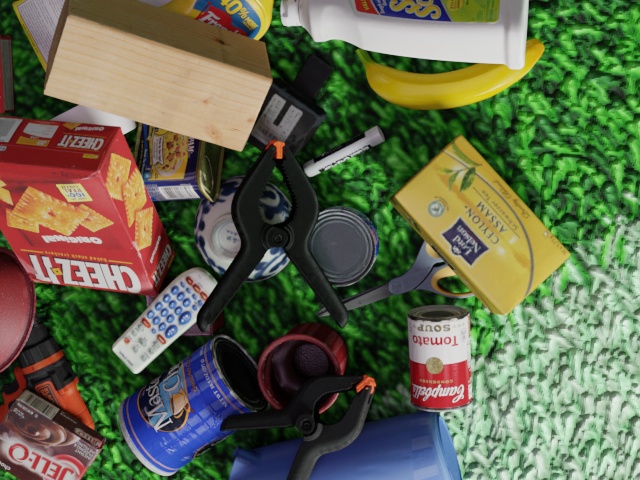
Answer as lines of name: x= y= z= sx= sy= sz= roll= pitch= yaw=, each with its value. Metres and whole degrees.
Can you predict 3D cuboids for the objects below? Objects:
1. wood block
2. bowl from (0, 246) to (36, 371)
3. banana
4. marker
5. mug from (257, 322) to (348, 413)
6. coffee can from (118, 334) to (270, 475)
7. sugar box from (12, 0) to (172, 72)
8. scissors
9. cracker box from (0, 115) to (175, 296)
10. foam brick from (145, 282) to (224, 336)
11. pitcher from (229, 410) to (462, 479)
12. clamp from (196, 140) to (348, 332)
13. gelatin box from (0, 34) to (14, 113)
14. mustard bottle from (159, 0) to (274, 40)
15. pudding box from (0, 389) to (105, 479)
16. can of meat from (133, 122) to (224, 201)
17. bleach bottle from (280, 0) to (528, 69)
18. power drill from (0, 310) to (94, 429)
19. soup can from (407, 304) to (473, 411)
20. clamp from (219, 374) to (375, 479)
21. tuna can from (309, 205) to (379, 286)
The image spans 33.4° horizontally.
wood block: x=-0.163 y=-0.175 z=1.070 sx=0.205 sy=0.091 sz=0.090 roll=15 pitch=122 yaw=-19
bowl: x=-0.408 y=0.079 z=1.231 sx=0.162 sy=0.055 sz=0.162 roll=-7 pitch=75 yaw=26
banana: x=0.132 y=-0.171 z=1.112 sx=0.198 sy=0.037 sz=0.069 roll=0 pitch=101 yaw=12
marker: x=0.013 y=-0.090 z=1.162 sx=0.121 sy=0.020 sz=0.020 roll=-26 pitch=94 yaw=15
mug: x=-0.020 y=0.148 z=1.181 sx=0.093 sy=0.081 sz=0.117 roll=27 pitch=104 yaw=6
coffee can: x=-0.142 y=0.186 z=1.203 sx=0.140 sy=0.102 sz=0.103 roll=-35 pitch=92 yaw=15
sugar box: x=-0.241 y=-0.260 z=1.173 sx=0.176 sy=0.048 sz=0.093 roll=-26 pitch=94 yaw=12
scissors: x=0.090 y=0.030 z=1.169 sx=0.202 sy=0.016 sz=0.096 roll=-5 pitch=97 yaw=12
cracker box: x=-0.265 y=-0.032 z=1.138 sx=0.164 sy=0.072 sz=0.213 roll=7 pitch=143 yaw=16
foam brick: x=-0.153 y=0.077 z=1.212 sx=0.078 sy=0.051 sz=0.053 roll=-1 pitch=100 yaw=12
pitcher: x=0.032 y=0.276 z=1.177 sx=0.243 sy=0.149 sz=0.145 roll=-17 pitch=70 yaw=11
clamp: x=-0.057 y=0.001 z=1.125 sx=0.164 sy=0.036 sz=0.210 roll=-7 pitch=99 yaw=-14
gelatin box: x=-0.392 y=-0.191 z=1.225 sx=0.073 sy=0.030 sz=0.089 roll=2 pitch=101 yaw=11
mustard bottle: x=-0.110 y=-0.237 z=1.129 sx=0.192 sy=0.058 sz=0.096 roll=-33 pitch=132 yaw=14
pudding box: x=-0.319 y=0.238 z=1.232 sx=0.113 sy=0.039 sz=0.090 roll=34 pitch=105 yaw=-2
can of meat: x=-0.155 y=-0.092 z=1.163 sx=0.084 sy=0.057 sz=0.102 roll=-2 pitch=67 yaw=15
bleach bottle: x=0.082 y=-0.227 z=1.086 sx=0.251 sy=0.068 sz=0.102 roll=2 pitch=62 yaw=13
power drill: x=-0.383 y=0.182 z=1.277 sx=0.188 sy=0.057 sz=0.184 roll=-23 pitch=95 yaw=15
soup can: x=0.129 y=0.126 z=1.152 sx=0.068 sy=0.068 sz=0.102 roll=-1 pitch=99 yaw=12
clamp: x=-0.010 y=0.205 z=1.112 sx=0.171 sy=0.039 sz=0.120 roll=-30 pitch=80 yaw=10
tuna can: x=0.021 y=0.005 z=1.170 sx=0.086 sy=0.033 sz=0.086 roll=2 pitch=101 yaw=12
